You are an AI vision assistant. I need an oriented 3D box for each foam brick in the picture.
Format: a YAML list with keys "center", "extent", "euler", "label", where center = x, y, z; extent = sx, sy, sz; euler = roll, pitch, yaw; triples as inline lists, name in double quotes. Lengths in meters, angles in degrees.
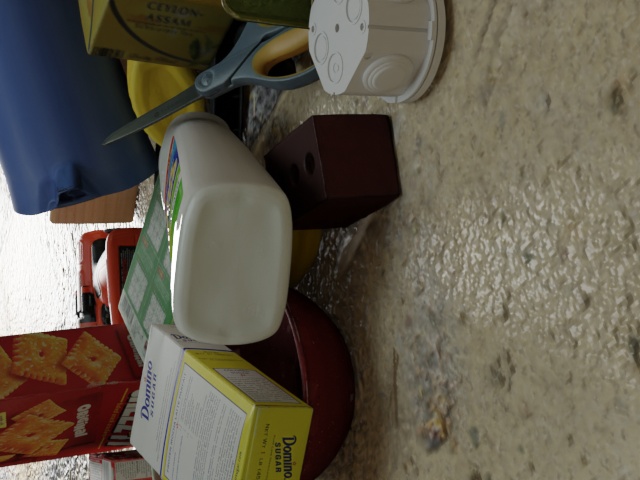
- center: [0.006, -0.040, 0.656]
  extent: [0.078, 0.051, 0.053]
  euler: [-32, 64, 60]
  label: "foam brick"

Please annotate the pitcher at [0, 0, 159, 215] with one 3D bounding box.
- center: [-0.234, -0.155, 0.909]
  extent: [0.149, 0.144, 0.243]
  euler: [4, 116, 43]
  label: "pitcher"

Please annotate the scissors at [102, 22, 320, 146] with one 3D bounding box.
- center: [-0.066, -0.125, 0.727]
  extent: [0.202, 0.016, 0.096]
  euler: [-10, 62, 30]
  label: "scissors"

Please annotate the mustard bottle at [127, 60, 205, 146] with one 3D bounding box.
- center: [-0.143, -0.169, 0.925]
  extent: [0.192, 0.058, 0.096]
  euler: [-110, 3, -49]
  label: "mustard bottle"

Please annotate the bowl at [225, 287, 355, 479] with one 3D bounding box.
- center: [-0.022, 0.098, 0.716]
  extent: [0.162, 0.055, 0.162]
  euler: [4, 95, 63]
  label: "bowl"

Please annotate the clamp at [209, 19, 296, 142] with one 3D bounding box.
- center: [-0.071, -0.160, 0.824]
  extent: [0.165, 0.036, 0.210]
  euler: [123, 139, -54]
  label: "clamp"

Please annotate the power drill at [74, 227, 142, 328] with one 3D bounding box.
- center: [-0.213, 0.069, 1.102]
  extent: [0.188, 0.057, 0.184]
  euler: [-22, 72, 62]
  label: "power drill"

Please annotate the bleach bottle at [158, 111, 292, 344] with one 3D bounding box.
- center: [-0.076, -0.024, 0.719]
  extent: [0.251, 0.068, 0.102]
  euler: [-127, 42, -68]
  label: "bleach bottle"

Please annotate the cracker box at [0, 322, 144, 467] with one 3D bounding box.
- center: [-0.244, 0.149, 0.996]
  extent: [0.164, 0.213, 0.072]
  euler: [-57, 44, 50]
  label: "cracker box"

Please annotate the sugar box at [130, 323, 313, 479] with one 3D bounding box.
- center: [-0.069, 0.121, 0.691]
  extent: [0.176, 0.048, 0.093]
  euler: [26, 106, 61]
  label: "sugar box"

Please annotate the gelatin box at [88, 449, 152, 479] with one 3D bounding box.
- center: [-0.175, 0.215, 1.018]
  extent: [0.089, 0.073, 0.030]
  euler: [165, 103, -64]
  label: "gelatin box"
